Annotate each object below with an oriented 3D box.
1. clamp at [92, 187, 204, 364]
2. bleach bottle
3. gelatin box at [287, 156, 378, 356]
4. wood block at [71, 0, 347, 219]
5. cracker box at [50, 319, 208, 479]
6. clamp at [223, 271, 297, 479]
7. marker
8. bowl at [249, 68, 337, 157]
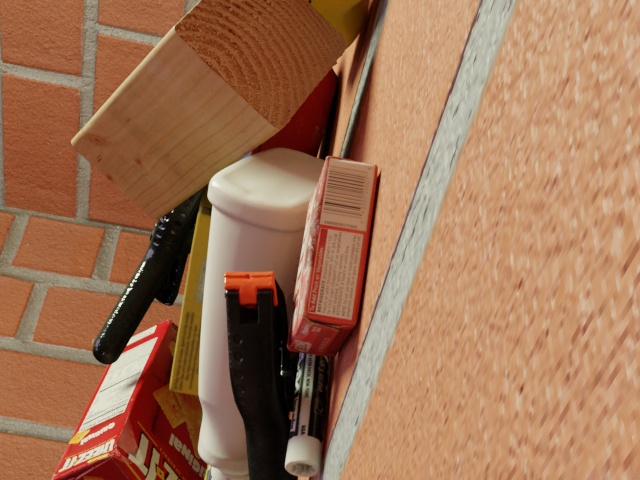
[{"bbox_3d":[-0.129,-0.001,0.951,0.210,0.036,0.164,-63,-2,13],"label":"clamp"},{"bbox_3d":[-0.046,0.069,0.716,0.102,0.068,0.251,-36,-37,-57],"label":"bleach bottle"},{"bbox_3d":[0.005,0.011,0.558,0.073,0.030,0.089,114,166,-72],"label":"gelatin box"},{"bbox_3d":[-0.084,-0.099,0.742,0.090,0.090,0.206,-54,14,-31],"label":"wood block"},{"bbox_3d":[-0.131,0.192,0.933,0.164,0.072,0.213,56,-161,-19],"label":"cracker box"},{"bbox_3d":[-0.031,0.093,0.610,0.171,0.039,0.120,78,-176,-47],"label":"clamp"},{"bbox_3d":[-0.004,0.073,0.595,0.020,0.020,0.121,106,172,-51],"label":"marker"},{"bbox_3d":[-0.023,-0.106,0.926,0.162,0.055,0.162,-166,92,-87],"label":"bowl"}]
